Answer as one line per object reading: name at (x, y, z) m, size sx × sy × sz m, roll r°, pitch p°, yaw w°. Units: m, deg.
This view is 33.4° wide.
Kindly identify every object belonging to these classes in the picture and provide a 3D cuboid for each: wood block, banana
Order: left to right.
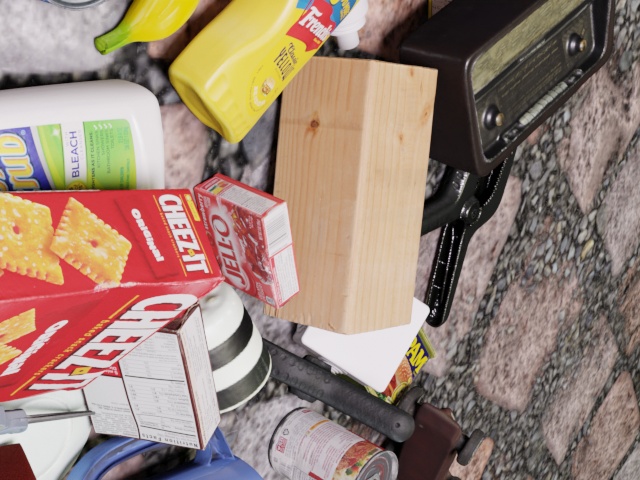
banana at (-0.093, -0.211, 0.676) m, size 0.069 × 0.037 × 0.198 m, roll -7°, pitch 114°, yaw -52°
wood block at (0.022, -0.038, 0.845) m, size 0.090 × 0.091 × 0.206 m, roll -4°, pitch 102°, yaw -51°

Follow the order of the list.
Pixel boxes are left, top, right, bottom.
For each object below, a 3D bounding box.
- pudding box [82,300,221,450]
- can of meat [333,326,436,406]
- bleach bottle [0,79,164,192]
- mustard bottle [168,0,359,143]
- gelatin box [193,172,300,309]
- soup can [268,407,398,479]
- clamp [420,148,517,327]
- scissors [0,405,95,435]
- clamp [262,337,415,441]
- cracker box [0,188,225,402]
pudding box at (-0.123, 0.091, 0.750) m, size 0.039 × 0.090 × 0.113 m, roll -64°, pitch 154°, yaw -51°
can of meat at (0.057, 0.112, 1.031) m, size 0.084 × 0.058 × 0.102 m, roll -51°, pitch 142°, yaw -17°
bleach bottle at (-0.205, -0.030, 0.608) m, size 0.250 × 0.068 × 0.102 m, roll -18°, pitch 118°, yaw -44°
mustard bottle at (-0.021, -0.161, 0.747) m, size 0.191 × 0.058 × 0.096 m, roll -50°, pitch 160°, yaw -7°
gelatin box at (-0.055, 0.001, 0.809) m, size 0.030 × 0.073 × 0.089 m, roll -37°, pitch 136°, yaw -34°
soup can at (0.011, 0.203, 0.978) m, size 0.068 × 0.102 × 0.068 m, roll -28°, pitch 129°, yaw -42°
clamp at (0.141, -0.022, 1.081) m, size 0.209 × 0.036 × 0.164 m, roll -51°, pitch 141°, yaw -22°
scissors at (-0.213, 0.117, 0.660) m, size 0.201 × 0.096 × 0.016 m, roll 65°, pitch 12°, yaw -80°
clamp at (-0.005, 0.119, 0.898) m, size 0.039 × 0.171 × 0.120 m, roll -60°, pitch 178°, yaw -13°
cracker box at (-0.184, 0.040, 0.590) m, size 0.164 × 0.072 × 0.213 m, roll -35°, pitch 161°, yaw 34°
